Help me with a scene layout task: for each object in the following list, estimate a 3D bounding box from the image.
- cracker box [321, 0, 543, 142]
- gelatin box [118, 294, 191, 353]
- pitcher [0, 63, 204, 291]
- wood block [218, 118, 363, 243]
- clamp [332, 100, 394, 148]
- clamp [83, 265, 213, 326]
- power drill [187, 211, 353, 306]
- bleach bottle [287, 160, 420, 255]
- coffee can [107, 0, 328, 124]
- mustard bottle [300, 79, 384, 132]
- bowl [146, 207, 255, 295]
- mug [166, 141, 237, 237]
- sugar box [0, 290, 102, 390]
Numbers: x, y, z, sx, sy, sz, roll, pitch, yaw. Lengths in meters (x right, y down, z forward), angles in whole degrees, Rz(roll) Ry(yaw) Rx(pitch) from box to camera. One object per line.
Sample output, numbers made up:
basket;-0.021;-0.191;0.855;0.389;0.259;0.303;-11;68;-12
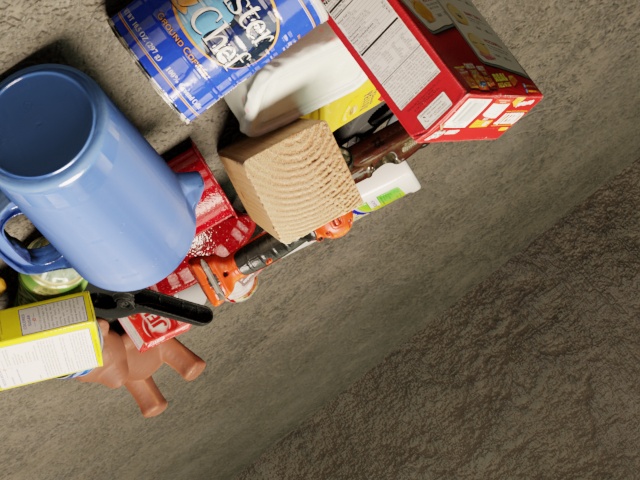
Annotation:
cracker box;0.081;-0.186;0.936;0.072;0.214;0.163;-44;163;30
gelatin box;-0.214;0.087;1.330;0.073;0.089;0.030;-25;161;-36
pitcher;-0.205;-0.045;0.907;0.243;0.145;0.149;67;42;-71
wood block;-0.036;-0.067;1.090;0.090;0.091;0.206;-28;-167;-7
clamp;0.041;-0.142;1.311;0.164;0.036;0.210;-23;163;-43
clamp;-0.211;0.051;1.184;0.171;0.039;0.120;1;134;8
power drill;-0.058;0.001;1.215;0.187;0.057;0.184;-30;-174;-7
bleach bottle;0.013;-0.042;1.475;0.251;0.068;0.102;-31;166;7
coffee can;-0.079;-0.173;0.834;0.140;0.103;0.102;-37;165;2
mustard bottle;0.061;-0.186;1.182;0.191;0.058;0.096;-32;161;-23
bowl;-0.157;0.000;1.262;0.162;0.055;0.162;-33;164;-11
mug;-0.146;-0.046;1.119;0.081;0.093;0.117;-31;-159;-4
sugar box;-0.310;0.108;1.063;0.176;0.048;0.093;-10;145;-11
